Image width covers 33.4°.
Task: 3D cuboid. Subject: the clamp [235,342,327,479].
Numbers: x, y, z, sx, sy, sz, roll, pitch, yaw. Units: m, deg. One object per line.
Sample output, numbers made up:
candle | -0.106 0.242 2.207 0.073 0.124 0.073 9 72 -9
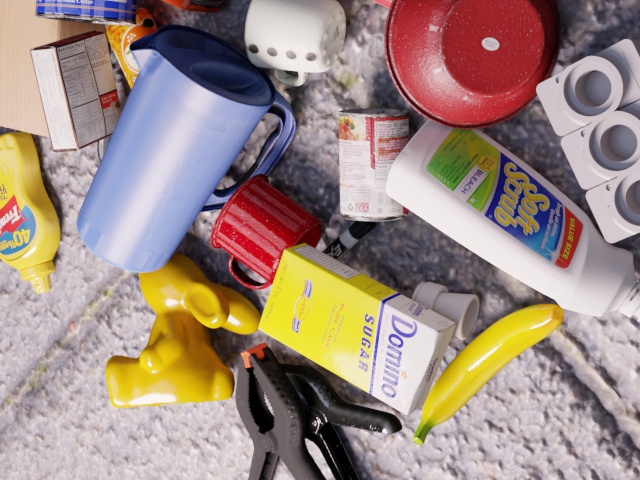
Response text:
clamp | -0.038 0.211 1.117 0.165 0.036 0.210 9 115 46

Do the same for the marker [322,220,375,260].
marker | 0.014 0.012 1.093 0.121 0.020 0.020 -44 77 30

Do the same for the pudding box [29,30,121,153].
pudding box | -0.256 -0.158 1.129 0.039 0.089 0.113 -2 109 27

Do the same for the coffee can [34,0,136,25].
coffee can | -0.233 -0.291 1.072 0.103 0.102 0.140 9 100 29

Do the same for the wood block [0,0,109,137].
wood block | -0.296 -0.226 1.190 0.091 0.090 0.206 14 106 28

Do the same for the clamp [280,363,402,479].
clamp | 0.003 0.196 1.125 0.172 0.039 0.120 31 115 31

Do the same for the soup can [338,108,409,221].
soup can | 0.052 -0.074 1.025 0.069 0.068 0.102 5 103 30

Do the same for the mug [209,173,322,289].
mug | -0.057 0.001 1.095 0.081 0.093 0.117 35 120 15

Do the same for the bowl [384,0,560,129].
bowl | 0.138 -0.171 0.909 0.162 0.055 0.162 -2 105 -9

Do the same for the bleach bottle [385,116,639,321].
bleach bottle | 0.186 -0.016 0.951 0.251 0.102 0.068 34 154 14

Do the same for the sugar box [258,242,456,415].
sugar box | 0.032 0.082 1.018 0.176 0.048 0.093 28 112 25

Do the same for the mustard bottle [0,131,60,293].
mustard bottle | -0.363 -0.029 1.287 0.096 0.058 0.191 -18 90 30

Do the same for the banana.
banana | 0.158 0.116 1.002 0.037 0.069 0.198 32 117 -17

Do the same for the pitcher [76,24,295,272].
pitcher | -0.147 -0.084 1.095 0.149 0.144 0.243 41 119 15
